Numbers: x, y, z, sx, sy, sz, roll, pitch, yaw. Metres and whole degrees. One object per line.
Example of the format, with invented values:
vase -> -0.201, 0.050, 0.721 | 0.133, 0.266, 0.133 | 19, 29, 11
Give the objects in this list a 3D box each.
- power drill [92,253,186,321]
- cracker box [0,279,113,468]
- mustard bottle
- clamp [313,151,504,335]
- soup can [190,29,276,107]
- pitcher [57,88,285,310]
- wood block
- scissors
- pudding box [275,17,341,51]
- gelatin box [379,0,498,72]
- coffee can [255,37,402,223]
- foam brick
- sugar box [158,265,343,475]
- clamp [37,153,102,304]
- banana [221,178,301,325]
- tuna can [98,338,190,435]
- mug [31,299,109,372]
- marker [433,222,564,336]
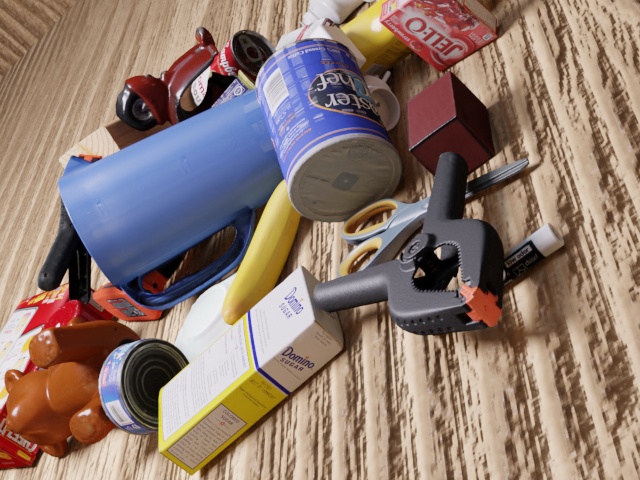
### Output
power drill -> -0.185, 0.002, 1.230 | 0.185, 0.057, 0.187 | -10, 46, 58
cracker box -> -0.345, 0.160, 1.254 | 0.164, 0.072, 0.213 | -18, 40, 49
mustard bottle -> 0.091, -0.226, 1.073 | 0.192, 0.096, 0.058 | -32, 75, 30
clamp -> 0.083, 0.008, 0.773 | 0.164, 0.036, 0.210 | -50, 22, -5
soup can -> -0.104, -0.198, 1.292 | 0.102, 0.068, 0.068 | -38, 26, 44
pitcher -> -0.130, -0.050, 1.095 | 0.243, 0.149, 0.145 | -28, 33, 0
wood block -> -0.202, -0.115, 1.292 | 0.090, 0.091, 0.205 | -28, 7, 35
scissors -> 0.080, -0.011, 0.872 | 0.202, 0.016, 0.096 | -12, 45, 52
pudding box -> -0.027, -0.219, 1.308 | 0.114, 0.039, 0.090 | -8, 50, 58
gelatin box -> 0.112, -0.206, 1.005 | 0.073, 0.089, 0.030 | -28, 41, 39
coffee can -> 0.005, -0.101, 0.969 | 0.103, 0.102, 0.140 | -38, 47, 22
foam brick -> 0.108, -0.095, 0.900 | 0.051, 0.053, 0.078 | -36, 28, 26
sugar box -> -0.061, 0.109, 0.899 | 0.176, 0.048, 0.093 | -39, 27, 13
clamp -> -0.268, -0.008, 1.187 | 0.120, 0.039, 0.171 | 93, -171, -70
banana -> -0.054, 0.009, 1.008 | 0.037, 0.069, 0.197 | 10, 56, 14
tuna can -> -0.156, 0.132, 0.970 | 0.034, 0.086, 0.086 | -20, 38, 44
mug -> -0.266, 0.126, 1.159 | 0.117, 0.081, 0.093 | -44, 26, 10
marker -> 0.117, 0.030, 0.751 | 0.121, 0.020, 0.020 | -38, 27, 22
